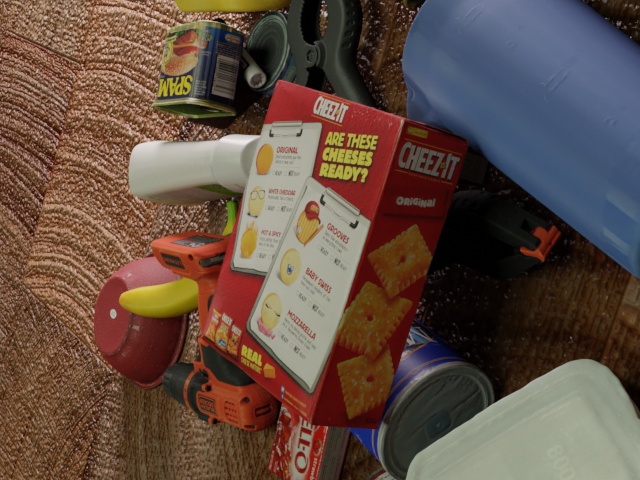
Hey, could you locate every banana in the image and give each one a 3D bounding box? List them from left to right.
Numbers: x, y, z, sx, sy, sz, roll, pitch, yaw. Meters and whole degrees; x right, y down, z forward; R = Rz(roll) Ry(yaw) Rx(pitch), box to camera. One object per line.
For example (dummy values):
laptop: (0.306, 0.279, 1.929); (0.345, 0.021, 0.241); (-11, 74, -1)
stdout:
banana: (-0.134, 0.038, 1.126); (0.198, 0.037, 0.070); (-38, 72, 27)

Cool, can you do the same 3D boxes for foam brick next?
foam brick: (-0.107, -0.163, 1.146); (0.078, 0.052, 0.051); (-32, 57, 44)

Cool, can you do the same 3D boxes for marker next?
marker: (-0.087, -0.195, 1.095); (0.020, 0.020, 0.121); (-60, 41, 25)

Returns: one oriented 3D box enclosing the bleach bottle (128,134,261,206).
bleach bottle: (-0.096, -0.071, 1.060); (0.251, 0.102, 0.068); (1, 88, 55)

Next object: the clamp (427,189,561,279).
clamp: (0.097, -0.014, 0.810); (0.172, 0.120, 0.039); (-3, 48, 49)

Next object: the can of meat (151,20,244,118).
can of meat: (-0.122, -0.171, 1.074); (0.102, 0.057, 0.084); (6, 86, 54)

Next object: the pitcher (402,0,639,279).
pitcher: (0.178, -0.091, 0.708); (0.243, 0.144, 0.149); (50, 142, 41)

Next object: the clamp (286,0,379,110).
clamp: (-0.001, -0.165, 1.004); (0.165, 0.036, 0.210); (-14, 82, 51)

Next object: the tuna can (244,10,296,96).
tuna can: (-0.043, -0.188, 1.083); (0.086, 0.033, 0.086); (-16, 70, 50)

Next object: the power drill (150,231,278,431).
power drill: (-0.115, 0.087, 1.054); (0.185, 0.057, 0.187); (6, 110, 53)

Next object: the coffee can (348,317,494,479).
coffee can: (0.053, 0.107, 0.834); (0.140, 0.102, 0.103); (40, 113, 49)

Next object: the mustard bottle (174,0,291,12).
mustard bottle: (-0.070, -0.269, 1.095); (0.192, 0.096, 0.058); (16, 135, 52)

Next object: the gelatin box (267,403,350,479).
gelatin box: (-0.009, 0.177, 0.958); (0.073, 0.030, 0.089); (18, 97, 52)

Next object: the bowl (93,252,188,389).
bowl: (-0.216, 0.089, 1.229); (0.162, 0.055, 0.162); (-16, 70, 49)

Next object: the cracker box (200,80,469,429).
cracker box: (0.005, 0.006, 0.775); (0.164, 0.072, 0.214); (28, 103, 53)
